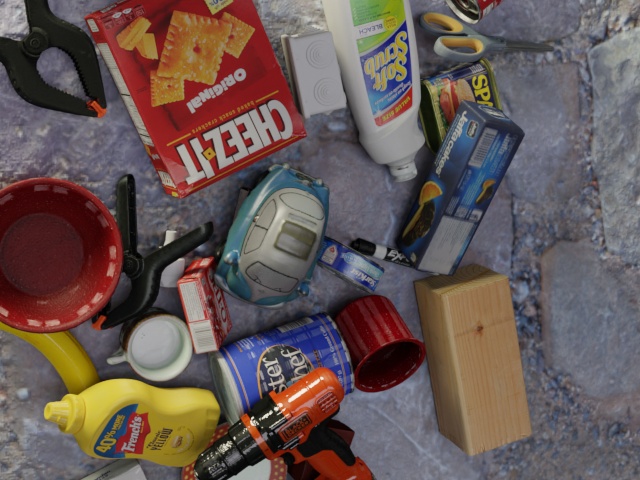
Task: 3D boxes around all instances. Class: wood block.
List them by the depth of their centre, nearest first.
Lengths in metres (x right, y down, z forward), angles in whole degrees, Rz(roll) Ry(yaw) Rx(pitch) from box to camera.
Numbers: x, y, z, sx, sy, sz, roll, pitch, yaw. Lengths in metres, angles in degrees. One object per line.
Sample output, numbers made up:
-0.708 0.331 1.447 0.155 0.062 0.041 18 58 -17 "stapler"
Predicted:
0.188 0.145 1.314 0.090 0.090 0.206 -15 104 -17 "wood block"

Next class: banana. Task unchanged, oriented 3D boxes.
-0.292 0.128 1.163 0.070 0.037 0.197 -38 110 13 "banana"

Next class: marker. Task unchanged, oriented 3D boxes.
0.092 0.019 1.293 0.121 0.020 0.020 16 94 -22 "marker"

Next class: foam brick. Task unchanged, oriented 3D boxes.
-0.001 0.254 1.283 0.053 0.051 0.078 16 93 -21 "foam brick"

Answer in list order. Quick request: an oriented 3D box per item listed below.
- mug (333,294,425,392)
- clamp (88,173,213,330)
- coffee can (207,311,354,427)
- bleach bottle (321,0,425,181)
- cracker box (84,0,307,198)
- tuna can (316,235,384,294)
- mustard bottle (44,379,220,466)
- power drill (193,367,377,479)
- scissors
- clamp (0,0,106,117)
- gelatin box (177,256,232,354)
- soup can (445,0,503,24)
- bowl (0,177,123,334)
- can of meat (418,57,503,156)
0.069 0.124 1.261 0.093 0.081 0.117 -34 141 5 "mug"
-0.191 0.025 1.158 0.120 0.039 0.171 22 96 19 "clamp"
-0.046 0.151 1.220 0.140 0.103 0.103 -18 105 -17 "coffee can"
0.075 -0.192 1.228 0.102 0.068 0.251 -21 108 -16 "bleach bottle"
-0.130 -0.175 1.147 0.164 0.072 0.213 -28 108 -15 "cracker box"
0.031 0.028 1.236 0.086 0.086 0.034 30 86 -22 "tuna can"
-0.210 0.196 1.162 0.191 0.058 0.096 15 118 -37 "mustard bottle"
-0.030 0.249 1.183 0.184 0.057 0.187 -33 128 -6 "power drill"
0.194 -0.246 1.279 0.201 0.096 0.016 -18 145 -44 "scissors"
-0.307 -0.199 1.096 0.164 0.036 0.210 -40 111 -10 "clamp"
-0.128 0.071 1.189 0.030 0.073 0.089 -10 105 11 "gelatin box"
0.199 -0.311 1.249 0.102 0.069 0.068 -40 110 -10 "soup can"
-0.291 0.015 1.123 0.162 0.055 0.162 0 91 -18 "bowl"
0.165 -0.157 1.270 0.083 0.057 0.102 -20 106 -14 "can of meat"
